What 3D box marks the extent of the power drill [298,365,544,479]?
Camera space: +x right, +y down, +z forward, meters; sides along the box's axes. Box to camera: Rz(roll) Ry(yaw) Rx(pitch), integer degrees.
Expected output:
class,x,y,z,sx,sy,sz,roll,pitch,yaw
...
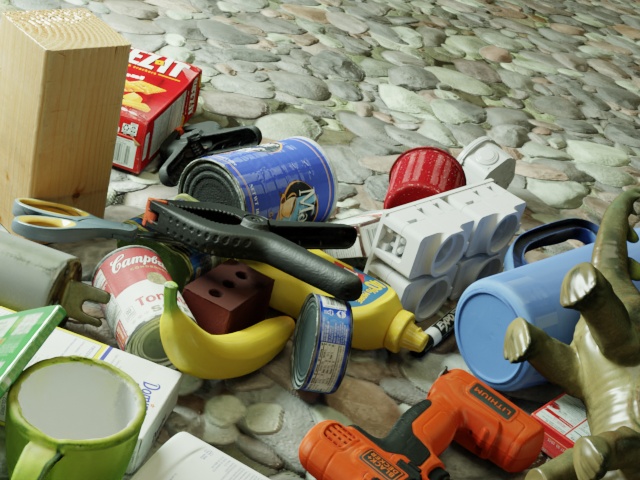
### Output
class,x,y,z,sx,sy,sz,roll,pitch,yaw
power drill,0.102,0.183,0.849,0.185,0.057,0.187,36,34,26

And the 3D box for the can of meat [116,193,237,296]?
class,x,y,z,sx,sy,sz,roll,pitch,yaw
can of meat,-0.136,0.006,1.041,0.102,0.057,0.083,30,34,25

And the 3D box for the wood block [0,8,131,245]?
class,x,y,z,sx,sy,sz,roll,pitch,yaw
wood block,-0.255,-0.108,1.025,0.090,0.206,0.090,-13,40,-41

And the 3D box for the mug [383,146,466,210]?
class,x,y,z,sx,sy,sz,roll,pitch,yaw
mug,0.125,-0.041,1.231,0.117,0.093,0.081,49,30,-16

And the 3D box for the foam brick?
class,x,y,z,sx,sy,sz,roll,pitch,yaw
foam brick,-0.087,0.060,0.975,0.053,0.051,0.078,26,31,19

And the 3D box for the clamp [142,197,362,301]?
class,x,y,z,sx,sy,sz,roll,pitch,yaw
clamp,-0.056,0.001,0.968,0.210,0.036,0.164,12,17,-11

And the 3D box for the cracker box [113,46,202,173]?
class,x,y,z,sx,sy,sz,roll,pitch,yaw
cracker box,-0.251,-0.172,1.275,0.164,0.072,0.213,18,28,4

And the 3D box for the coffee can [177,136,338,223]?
class,x,y,z,sx,sy,sz,roll,pitch,yaw
coffee can,-0.064,-0.048,1.121,0.103,0.103,0.140,35,35,30

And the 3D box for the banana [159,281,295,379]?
class,x,y,z,sx,sy,sz,roll,pitch,yaw
banana,-0.080,0.086,0.900,0.037,0.069,0.197,30,3,29

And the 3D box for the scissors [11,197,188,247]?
class,x,y,z,sx,sy,sz,roll,pitch,yaw
scissors,-0.187,-0.004,0.959,0.202,0.016,0.096,14,16,6

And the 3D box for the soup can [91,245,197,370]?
class,x,y,z,sx,sy,sz,roll,pitch,yaw
soup can,-0.153,0.060,0.927,0.068,0.069,0.102,-2,35,-29

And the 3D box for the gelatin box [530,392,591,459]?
class,x,y,z,sx,sy,sz,roll,pitch,yaw
gelatin box,0.235,0.173,0.960,0.073,0.030,0.089,36,35,29

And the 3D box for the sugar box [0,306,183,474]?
class,x,y,z,sx,sy,sz,roll,pitch,yaw
sugar box,-0.206,0.113,0.834,0.176,0.048,0.093,22,30,4

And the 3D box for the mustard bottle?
class,x,y,z,sx,sy,sz,roll,pitch,yaw
mustard bottle,0.016,0.056,1.025,0.192,0.058,0.096,27,26,19

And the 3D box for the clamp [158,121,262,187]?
class,x,y,z,sx,sy,sz,roll,pitch,yaw
clamp,-0.146,-0.100,1.201,0.120,0.039,0.172,-24,16,-21

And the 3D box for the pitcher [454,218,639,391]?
class,x,y,z,sx,sy,sz,roll,pitch,yaw
pitcher,0.248,0.062,1.059,0.242,0.145,0.149,-11,9,-34

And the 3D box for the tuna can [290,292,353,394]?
class,x,y,z,sx,sy,sz,roll,pitch,yaw
tuna can,0.001,0.090,0.931,0.033,0.086,0.086,11,30,-13

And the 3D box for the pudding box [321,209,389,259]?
class,x,y,z,sx,sy,sz,roll,pitch,yaw
pudding box,0.049,-0.008,1.133,0.090,0.039,0.113,-6,6,45

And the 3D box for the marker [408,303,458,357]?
class,x,y,z,sx,sy,sz,roll,pitch,yaw
marker,0.121,0.087,1.062,0.020,0.020,0.120,29,32,22
